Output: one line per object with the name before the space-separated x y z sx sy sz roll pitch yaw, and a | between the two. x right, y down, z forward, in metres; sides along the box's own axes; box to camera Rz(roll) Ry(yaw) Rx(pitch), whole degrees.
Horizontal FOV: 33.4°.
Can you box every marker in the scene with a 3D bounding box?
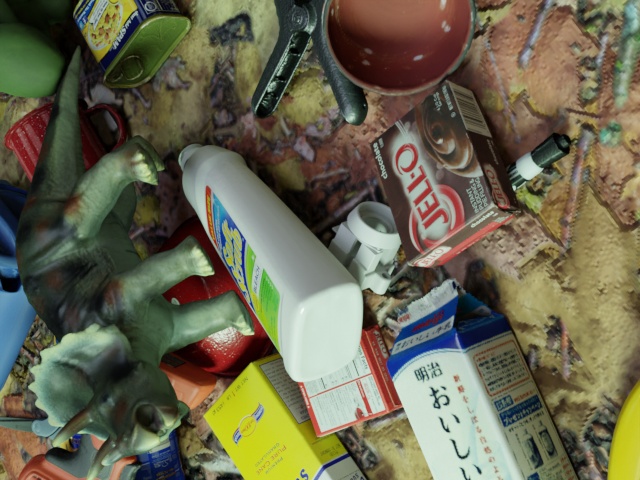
marker | 0.137 -0.043 0.793 0.121 0.020 0.020 -38 74 38

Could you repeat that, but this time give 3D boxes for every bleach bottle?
bleach bottle | -0.056 0.001 0.914 0.251 0.068 0.103 49 148 40

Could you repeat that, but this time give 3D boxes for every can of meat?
can of meat | -0.181 -0.207 1.004 0.102 0.057 0.084 -43 69 36

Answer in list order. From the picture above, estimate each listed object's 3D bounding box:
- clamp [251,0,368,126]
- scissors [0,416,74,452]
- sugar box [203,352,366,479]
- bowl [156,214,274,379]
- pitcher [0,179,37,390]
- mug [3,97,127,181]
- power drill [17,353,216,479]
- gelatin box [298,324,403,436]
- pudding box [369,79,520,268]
clamp | -0.015 -0.176 0.883 0.120 0.039 0.171 -2 90 36
scissors | -0.311 0.195 1.211 0.202 0.016 0.096 17 107 37
sugar box | -0.025 0.199 0.953 0.176 0.048 0.093 54 127 20
bowl | -0.114 0.056 0.996 0.162 0.055 0.162 8 103 39
pitcher | -0.373 0.059 1.176 0.145 0.149 0.243 33 123 7
mug | -0.246 -0.090 1.068 0.117 0.093 0.081 -32 80 1
power drill | -0.166 0.194 0.968 0.184 0.057 0.188 26 96 8
gelatin box | 0.023 0.120 0.910 0.089 0.030 0.073 -28 79 39
pudding box | 0.091 -0.048 0.800 0.090 0.039 0.113 -38 55 37
